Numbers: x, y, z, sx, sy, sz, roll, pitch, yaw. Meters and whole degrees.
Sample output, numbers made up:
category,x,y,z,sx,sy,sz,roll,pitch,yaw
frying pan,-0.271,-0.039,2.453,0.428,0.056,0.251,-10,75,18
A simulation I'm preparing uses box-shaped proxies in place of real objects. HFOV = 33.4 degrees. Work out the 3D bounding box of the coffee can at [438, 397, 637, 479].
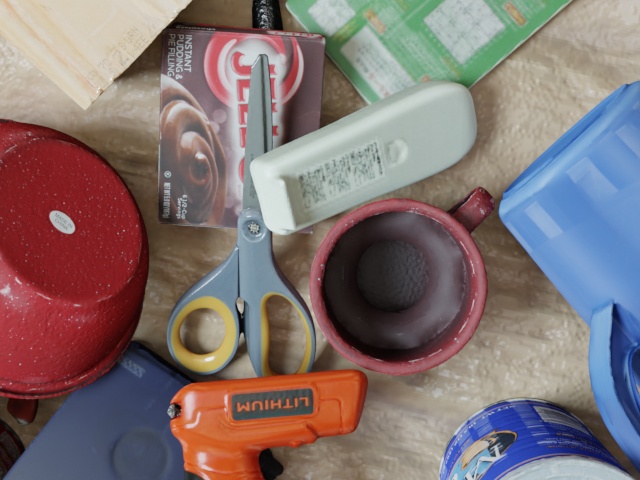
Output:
category,x,y,z,sx,sy,sz,roll,pitch,yaw
coffee can,0.119,0.149,0.571,0.103,0.140,0.103,0,94,2

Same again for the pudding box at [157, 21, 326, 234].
category,x,y,z,sx,sy,sz,roll,pitch,yaw
pudding box,-0.044,-0.064,0.606,0.090,0.039,0.113,4,107,2

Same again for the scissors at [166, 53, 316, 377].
category,x,y,z,sx,sy,sz,roll,pitch,yaw
scissors,-0.054,0.001,0.597,0.096,0.016,0.202,-10,114,7

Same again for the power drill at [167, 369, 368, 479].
category,x,y,z,sx,sy,sz,roll,pitch,yaw
power drill,-0.005,0.163,0.548,0.184,0.057,0.187,-3,76,-6

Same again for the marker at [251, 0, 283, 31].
category,x,y,z,sx,sy,sz,roll,pitch,yaw
marker,-0.034,-0.172,0.617,0.020,0.020,0.121,-4,94,2

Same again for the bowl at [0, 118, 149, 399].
category,x,y,z,sx,sy,sz,roll,pitch,yaw
bowl,-0.147,-0.001,0.563,0.055,0.161,0.162,-27,93,43

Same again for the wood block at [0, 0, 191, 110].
category,x,y,z,sx,sy,sz,roll,pitch,yaw
wood block,-0.168,-0.177,0.558,0.090,0.091,0.206,-44,107,8

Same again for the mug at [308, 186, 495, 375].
category,x,y,z,sx,sy,sz,roll,pitch,yaw
mug,0.050,0.013,0.595,0.093,0.081,0.117,44,94,-1
